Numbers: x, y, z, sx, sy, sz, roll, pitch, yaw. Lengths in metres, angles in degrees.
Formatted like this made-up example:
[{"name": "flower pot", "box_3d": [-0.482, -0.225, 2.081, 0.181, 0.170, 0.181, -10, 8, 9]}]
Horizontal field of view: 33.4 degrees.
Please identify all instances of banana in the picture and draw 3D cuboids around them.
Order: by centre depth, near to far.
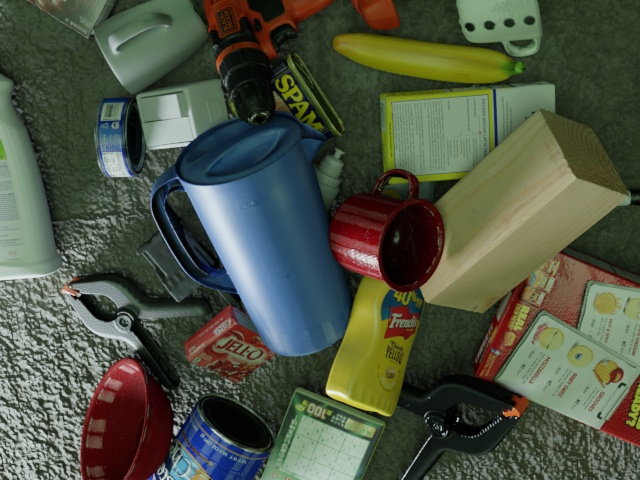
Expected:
[{"name": "banana", "box_3d": [0.114, -0.189, 1.096, 0.198, 0.069, 0.037, 9, 81, 15]}]

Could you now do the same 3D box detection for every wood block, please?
[{"name": "wood block", "box_3d": [0.188, -0.025, 1.065, 0.206, 0.090, 0.090, -44, 51, 34]}]

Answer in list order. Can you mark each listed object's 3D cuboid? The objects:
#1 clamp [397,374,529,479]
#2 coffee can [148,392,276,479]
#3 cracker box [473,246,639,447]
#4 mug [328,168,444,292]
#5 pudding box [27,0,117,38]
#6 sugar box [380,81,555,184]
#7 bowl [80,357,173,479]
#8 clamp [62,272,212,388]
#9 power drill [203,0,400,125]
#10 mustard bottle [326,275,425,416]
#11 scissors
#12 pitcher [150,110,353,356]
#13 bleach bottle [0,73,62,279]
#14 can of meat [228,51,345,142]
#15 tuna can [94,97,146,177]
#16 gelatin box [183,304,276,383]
[{"name": "clamp", "box_3d": [0.125, 0.186, 1.161, 0.210, 0.036, 0.164, -26, 97, 40]}, {"name": "coffee can", "box_3d": [-0.129, 0.259, 1.211, 0.103, 0.102, 0.140, 32, 104, -1]}, {"name": "cracker box", "box_3d": [0.293, 0.108, 1.140, 0.213, 0.072, 0.164, 22, 105, 1]}, {"name": "mug", "box_3d": [0.065, -0.014, 1.058, 0.082, 0.093, 0.117, 17, 96, 47]}, {"name": "pudding box", "box_3d": [-0.267, -0.282, 1.135, 0.113, 0.039, 0.090, 32, 104, -1]}, {"name": "sugar box", "box_3d": [0.153, -0.112, 1.107, 0.176, 0.048, 0.093, -4, 104, -5]}, {"name": "bowl", "box_3d": [-0.212, 0.216, 1.205, 0.055, 0.162, 0.162, 19, 107, -32]}, {"name": "clamp", "box_3d": [-0.207, 0.081, 1.211, 0.171, 0.039, 0.120, 34, 107, -2]}, {"name": "power drill", "box_3d": [-0.020, -0.215, 1.069, 0.188, 0.057, 0.184, -22, 58, 6]}, {"name": "mustard bottle", "box_3d": [0.069, 0.084, 1.131, 0.058, 0.096, 0.191, 9, 76, 40]}, {"name": "scissors", "box_3d": [0.102, -0.080, 1.148, 0.096, 0.016, 0.202, 12, 104, 4]}, {"name": "pitcher", "box_3d": [-0.057, 0.001, 1.100, 0.149, 0.144, 0.243, 13, 134, 41]}, {"name": "bleach bottle", "box_3d": [-0.354, -0.085, 1.181, 0.102, 0.068, 0.251, -4, 100, 8]}, {"name": "can of meat", "box_3d": [-0.036, -0.134, 1.132, 0.084, 0.057, 0.102, -31, 98, 15]}, {"name": "tuna can", "box_3d": [-0.213, -0.111, 1.144, 0.034, 0.086, 0.086, -1, 103, 5]}, {"name": "gelatin box", "box_3d": [-0.096, 0.117, 1.184, 0.073, 0.030, 0.089, -38, 139, 16]}]
